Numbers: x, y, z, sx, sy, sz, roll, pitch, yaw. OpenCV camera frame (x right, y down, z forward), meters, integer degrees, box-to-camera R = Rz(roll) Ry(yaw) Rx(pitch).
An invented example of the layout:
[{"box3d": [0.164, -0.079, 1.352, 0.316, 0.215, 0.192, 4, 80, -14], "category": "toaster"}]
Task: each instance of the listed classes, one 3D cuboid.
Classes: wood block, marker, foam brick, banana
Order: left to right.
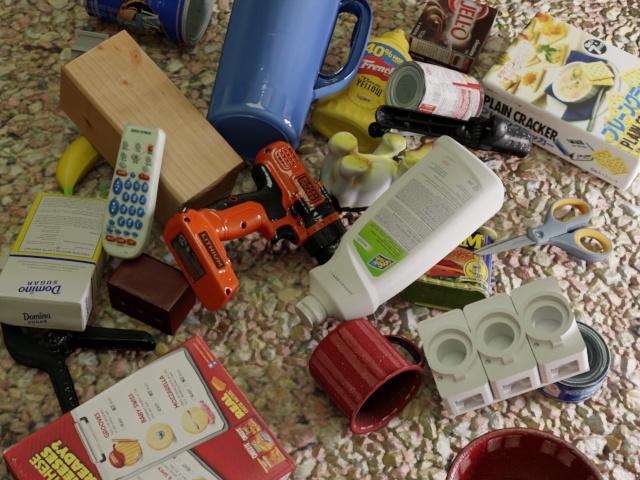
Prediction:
[{"box3d": [-0.240, -0.111, 1.251, 0.197, 0.037, 0.069, -39, 81, -26], "category": "banana"}, {"box3d": [-0.192, -0.119, 1.194, 0.090, 0.091, 0.206, -38, 80, -26], "category": "wood block"}, {"box3d": [-0.176, 0.055, 1.124, 0.078, 0.053, 0.051, 24, 56, 13], "category": "foam brick"}, {"box3d": [0.094, -0.132, 1.264, 0.020, 0.020, 0.120, 44, 29, 24], "category": "marker"}]

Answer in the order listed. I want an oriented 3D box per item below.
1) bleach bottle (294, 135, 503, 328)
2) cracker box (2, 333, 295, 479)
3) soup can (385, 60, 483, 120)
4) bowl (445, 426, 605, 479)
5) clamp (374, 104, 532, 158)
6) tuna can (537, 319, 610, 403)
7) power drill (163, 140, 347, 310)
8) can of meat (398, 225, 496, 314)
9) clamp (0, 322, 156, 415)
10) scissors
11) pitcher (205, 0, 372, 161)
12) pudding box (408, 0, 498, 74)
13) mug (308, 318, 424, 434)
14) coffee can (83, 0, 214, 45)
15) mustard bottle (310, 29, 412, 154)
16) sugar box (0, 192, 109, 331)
[{"box3d": [0.071, -0.001, 1.117, 0.250, 0.068, 0.103, -38, 61, -17], "category": "bleach bottle"}, {"box3d": [-0.157, 0.212, 0.993, 0.213, 0.072, 0.164, -32, 70, -24], "category": "cracker box"}, {"box3d": [0.137, -0.174, 1.281, 0.102, 0.069, 0.068, 5, 47, -39], "category": "soup can"}, {"box3d": [0.191, 0.260, 1.005, 0.162, 0.055, 0.162, 2, 54, -3], "category": "bowl"}, {"box3d": [0.172, -0.124, 1.226, 0.165, 0.209, 0.036, 12, 93, 32], "category": "clamp"}, {"box3d": [0.260, 0.125, 1.121, 0.086, 0.034, 0.086, 2, 54, -3], "category": "tuna can"}, {"box3d": [-0.057, 0.001, 1.130, 0.187, 0.057, 0.184, -29, 83, -37], "category": "power drill"}, {"box3d": [0.138, 0.028, 1.168, 0.102, 0.057, 0.084, 10, 56, 2], "category": "can of meat"}, {"box3d": [-0.256, 0.102, 1.092, 0.172, 0.039, 0.120, 39, 59, 22], "category": "clamp"}, {"box3d": [0.257, 0.008, 1.186, 0.096, 0.016, 0.201, 45, 46, 15], "category": "scissors"}, {"box3d": [-0.045, -0.215, 1.250, 0.149, 0.144, 0.242, -15, 51, 41], "category": "pitcher"}, {"box3d": [0.173, -0.274, 1.399, 0.090, 0.039, 0.113, 21, 55, 10], "category": "pudding box"}, {"box3d": [0.051, 0.128, 1.071, 0.117, 0.093, 0.082, -24, 55, -30], "category": "mug"}, {"box3d": [-0.216, -0.316, 1.358, 0.140, 0.103, 0.102, 17, 55, 8], "category": "coffee can"}, {"box3d": [0.066, -0.196, 1.321, 0.096, 0.058, 0.191, 26, 55, 2], "category": "mustard bottle"}, {"box3d": [-0.274, 0.020, 1.121, 0.093, 0.048, 0.176, 6, 40, 1], "category": "sugar box"}]
